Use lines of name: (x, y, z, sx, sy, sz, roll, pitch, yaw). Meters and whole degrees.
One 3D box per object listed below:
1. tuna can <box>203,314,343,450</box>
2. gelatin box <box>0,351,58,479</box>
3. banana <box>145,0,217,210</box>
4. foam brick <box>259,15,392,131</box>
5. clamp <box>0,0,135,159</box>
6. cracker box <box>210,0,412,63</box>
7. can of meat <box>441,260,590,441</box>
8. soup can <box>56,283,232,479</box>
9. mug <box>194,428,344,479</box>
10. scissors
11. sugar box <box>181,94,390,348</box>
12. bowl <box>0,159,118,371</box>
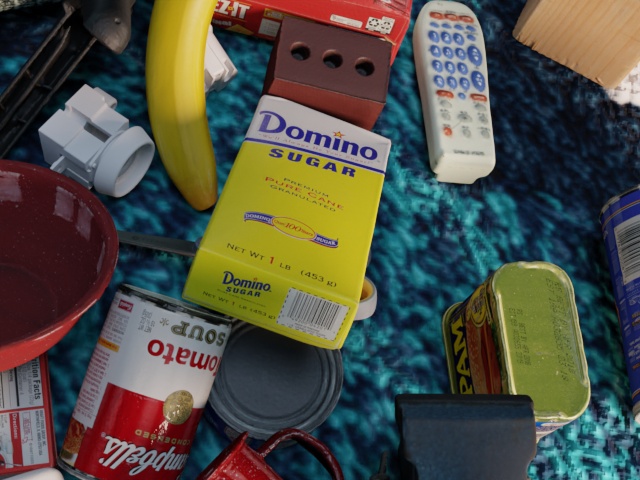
tuna can: (-0.031, 0.081, 0.637, 0.086, 0.034, 0.086, 5, 66, -11)
gelatin box: (-0.194, 0.099, 0.593, 0.089, 0.030, 0.073, -5, 67, -16)
banana: (-0.076, -0.120, 0.669, 0.070, 0.037, 0.198, 18, 100, 13)
foam brick: (0.003, -0.109, 0.718, 0.078, 0.051, 0.053, 12, 64, -8)
clamp: (-0.148, -0.139, 0.673, 0.036, 0.165, 0.210, 40, 38, -23)
cracker box: (-0.008, -0.243, 0.762, 0.164, 0.072, 0.213, 13, 64, -7)
can of meat: (0.118, 0.072, 0.650, 0.057, 0.084, 0.102, 0, 67, -14)
soup can: (-0.095, 0.082, 0.584, 0.068, 0.068, 0.102, 19, 87, -5)
mug: (-0.035, 0.155, 0.573, 0.081, 0.093, 0.117, 44, 71, 2)
scissors: (-0.054, 0.001, 0.672, 0.202, 0.016, 0.096, 19, 33, 14)
sugar box: (-0.014, -0.018, 0.639, 0.093, 0.048, 0.176, 20, 39, -5)
bowl: (-0.193, 0.023, 0.593, 0.162, 0.055, 0.162, 4, 41, -4)
